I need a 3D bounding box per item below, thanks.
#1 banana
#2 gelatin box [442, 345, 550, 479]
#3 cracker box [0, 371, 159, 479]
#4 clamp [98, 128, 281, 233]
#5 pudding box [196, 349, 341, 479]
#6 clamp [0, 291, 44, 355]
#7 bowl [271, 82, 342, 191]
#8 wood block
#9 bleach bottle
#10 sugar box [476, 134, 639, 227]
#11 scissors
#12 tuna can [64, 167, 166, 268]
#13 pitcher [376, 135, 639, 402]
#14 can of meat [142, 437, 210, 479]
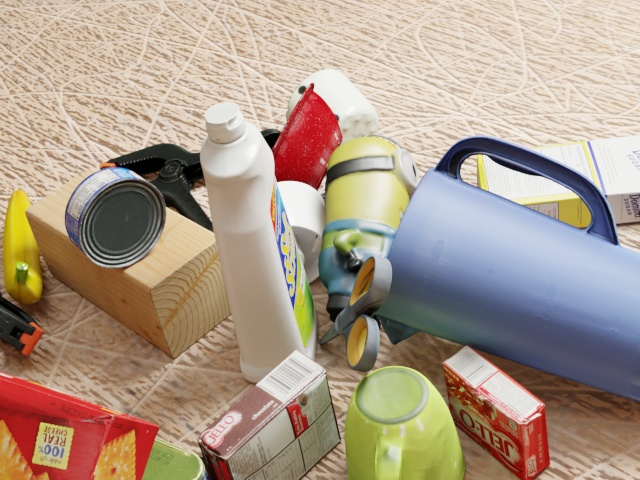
[{"bbox_3d":[-0.304,0.015,1.094,0.037,0.070,0.198,8,22,-22],"label":"banana"},{"bbox_3d":[0.135,0.135,0.826,0.030,0.073,0.089,-32,44,-20],"label":"gelatin box"},{"bbox_3d":[-0.228,0.208,0.761,0.164,0.072,0.213,13,78,28],"label":"cracker box"},{"bbox_3d":[-0.156,-0.059,1.162,0.210,0.036,0.164,1,48,23],"label":"clamp"},{"bbox_3d":[-0.038,0.155,0.835,0.113,0.090,0.039,-38,47,-28],"label":"pudding box"},{"bbox_3d":[-0.330,0.059,1.045,0.172,0.120,0.039,33,94,18],"label":"clamp"},{"bbox_3d":[-0.022,-0.077,1.084,0.055,0.162,0.162,27,47,0],"label":"bowl"},{"bbox_3d":[-0.185,0.016,1.041,0.206,0.090,0.090,27,53,38],"label":"wood block"},{"bbox_3d":[-0.056,0.001,0.896,0.068,0.251,0.102,-4,40,11],"label":"bleach bottle"},{"bbox_3d":[0.244,-0.054,1.043,0.176,0.048,0.093,-4,40,5],"label":"sugar box"},{"bbox_3d":[0.021,0.082,0.862,0.016,0.202,0.096,10,59,-10],"label":"scissors"},{"bbox_3d":[-0.182,-0.021,0.944,0.086,0.086,0.034,-33,42,-23],"label":"tuna can"},{"bbox_3d":[0.177,0.031,0.851,0.243,0.149,0.145,20,55,12],"label":"pitcher"},{"bbox_3d":[-0.126,0.196,0.815,0.102,0.084,0.057,14,46,29],"label":"can of meat"}]
